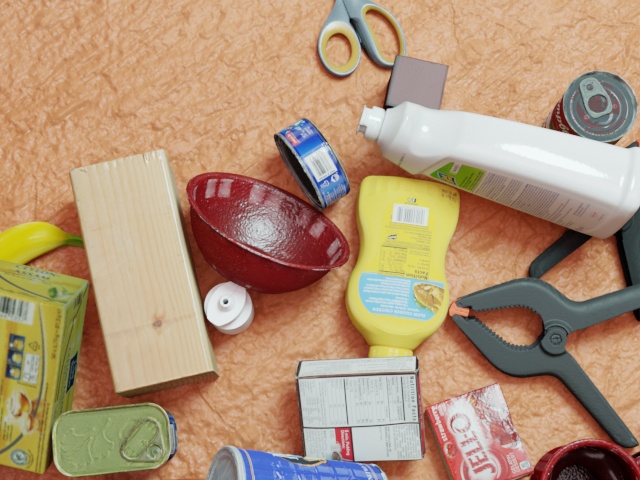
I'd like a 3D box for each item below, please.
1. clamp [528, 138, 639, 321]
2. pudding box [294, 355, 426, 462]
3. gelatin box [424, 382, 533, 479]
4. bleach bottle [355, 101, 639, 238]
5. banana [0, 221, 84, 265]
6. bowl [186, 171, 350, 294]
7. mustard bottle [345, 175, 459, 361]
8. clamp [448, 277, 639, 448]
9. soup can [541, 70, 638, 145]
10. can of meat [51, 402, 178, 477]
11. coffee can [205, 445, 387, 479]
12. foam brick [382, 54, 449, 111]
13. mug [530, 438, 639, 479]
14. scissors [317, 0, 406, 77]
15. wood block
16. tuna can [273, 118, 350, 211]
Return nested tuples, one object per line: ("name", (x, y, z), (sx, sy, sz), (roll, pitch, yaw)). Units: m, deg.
("clamp", (0.288, -0.010, 1.022), (0.120, 0.039, 0.171), (29, 87, -1))
("pudding box", (0.037, 0.153, 0.965), (0.113, 0.039, 0.090), (-3, 107, 6))
("gelatin box", (0.145, 0.185, 0.983), (0.073, 0.030, 0.089), (-18, 71, -3))
("bleach bottle", (0.156, -0.075, 0.959), (0.251, 0.103, 0.068), (18, 69, 0))
("banana", (-0.312, 0.047, 1.007), (0.069, 0.037, 0.197), (42, 82, 8))
("bowl", (-0.056, 0.001, 0.978), (0.162, 0.162, 0.055), (28, 112, 5))
("mustard bottle", (0.073, 0.040, 1.000), (0.096, 0.058, 0.191), (8, 79, -5))
("clamp", (0.221, 0.100, 0.996), (0.210, 0.036, 0.164), (9, 94, 7))
("soup can", (0.251, -0.112, 1.007), (0.068, 0.102, 0.068), (0, 80, -1))
("can of meat", (-0.181, 0.179, 0.960), (0.102, 0.084, 0.057), (-6, 79, -2))
("coffee can", (-0.022, 0.236, 0.919), (0.140, 0.103, 0.103), (11, 79, -20))
("foam brick", (0.089, -0.137, 1.024), (0.051, 0.078, 0.053), (12, 81, 1))
("mug", (0.245, 0.218, 0.956), (0.117, 0.081, 0.093), (-29, 81, -5))
("scissors", (0.009, -0.248, 1.075), (0.096, 0.016, 0.202), (-34, 81, -6))
("wood block", (-0.162, 0.033, 0.985), (0.090, 0.090, 0.206), (-13, 80, -4))
("tuna can", (-0.008, -0.072, 1.007), (0.033, 0.086, 0.086), (-32, 81, -8))
